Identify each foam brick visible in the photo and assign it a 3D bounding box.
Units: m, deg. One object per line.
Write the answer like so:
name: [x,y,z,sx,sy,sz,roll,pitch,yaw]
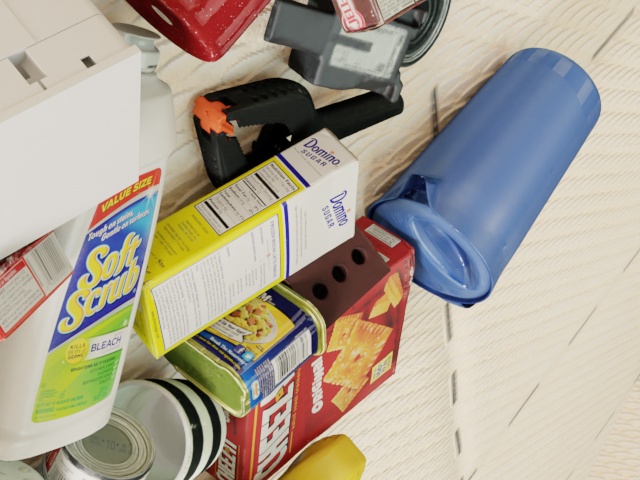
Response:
foam brick: [0.004,0.029,0.821,0.078,0.053,0.051,-42,-171,-26]

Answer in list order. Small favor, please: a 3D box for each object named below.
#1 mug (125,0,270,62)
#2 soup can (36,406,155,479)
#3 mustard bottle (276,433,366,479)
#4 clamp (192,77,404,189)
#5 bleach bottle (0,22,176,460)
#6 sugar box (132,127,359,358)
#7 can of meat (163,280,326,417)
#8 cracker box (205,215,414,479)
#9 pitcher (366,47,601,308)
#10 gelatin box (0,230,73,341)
mug: [-0.064,-0.151,0.585,0.081,0.093,0.117,-51,-171,-6]
soup can: [-0.162,0.168,0.721,0.068,0.068,0.102,-16,144,-54]
mustard bottle: [-0.038,0.237,0.906,0.096,0.058,0.191,-45,171,33]
clamp: [-0.019,-0.072,0.775,0.164,0.036,0.209,-53,152,2]
bleach bottle: [-0.142,-0.001,0.618,0.102,0.068,0.251,-12,124,-55]
sugar box: [-0.055,0.001,0.739,0.176,0.048,0.093,-33,152,-22]
can of meat: [-0.061,0.069,0.783,0.083,0.102,0.057,-39,146,-31]
cracker box: [-0.012,0.100,0.927,0.213,0.072,0.164,-34,144,-38]
pitcher: [0.164,-0.061,1.010,0.242,0.145,0.149,-50,-177,-25]
gelatin box: [-0.178,0.031,0.542,0.089,0.073,0.030,-63,132,-66]
